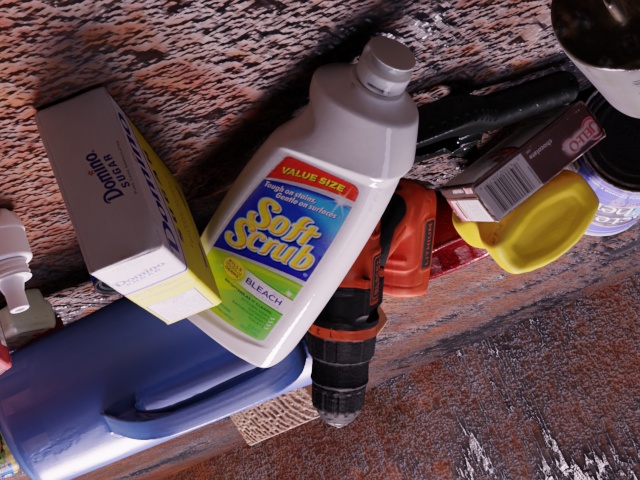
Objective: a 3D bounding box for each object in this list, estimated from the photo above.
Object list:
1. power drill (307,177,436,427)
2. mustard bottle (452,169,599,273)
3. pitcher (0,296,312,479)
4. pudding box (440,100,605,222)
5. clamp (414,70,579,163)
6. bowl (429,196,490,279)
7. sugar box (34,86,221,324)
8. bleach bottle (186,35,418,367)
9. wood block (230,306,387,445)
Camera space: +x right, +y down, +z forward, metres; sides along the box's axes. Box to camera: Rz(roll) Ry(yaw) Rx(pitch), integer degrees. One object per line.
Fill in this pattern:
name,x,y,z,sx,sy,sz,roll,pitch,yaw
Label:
power drill,0.040,0.032,0.834,0.057,0.184,0.187,9,-164,16
mustard bottle,0.166,-0.031,0.942,0.096,0.058,0.192,-42,-164,1
pitcher,-0.128,0.101,0.836,0.242,0.145,0.149,-24,160,-6
pudding box,0.158,-0.061,0.845,0.113,0.039,0.090,-36,-174,-7
clamp,0.098,-0.080,0.786,0.171,0.039,0.120,-14,162,-34
bowl,0.131,-0.008,1.089,0.162,0.055,0.162,-20,167,-5
sugar box,-0.103,-0.012,0.609,0.048,0.093,0.176,-22,168,-3
bleach bottle,-0.013,-0.028,0.672,0.068,0.102,0.251,-44,169,-47
wood block,-0.020,0.103,1.062,0.091,0.090,0.205,-29,-172,29
